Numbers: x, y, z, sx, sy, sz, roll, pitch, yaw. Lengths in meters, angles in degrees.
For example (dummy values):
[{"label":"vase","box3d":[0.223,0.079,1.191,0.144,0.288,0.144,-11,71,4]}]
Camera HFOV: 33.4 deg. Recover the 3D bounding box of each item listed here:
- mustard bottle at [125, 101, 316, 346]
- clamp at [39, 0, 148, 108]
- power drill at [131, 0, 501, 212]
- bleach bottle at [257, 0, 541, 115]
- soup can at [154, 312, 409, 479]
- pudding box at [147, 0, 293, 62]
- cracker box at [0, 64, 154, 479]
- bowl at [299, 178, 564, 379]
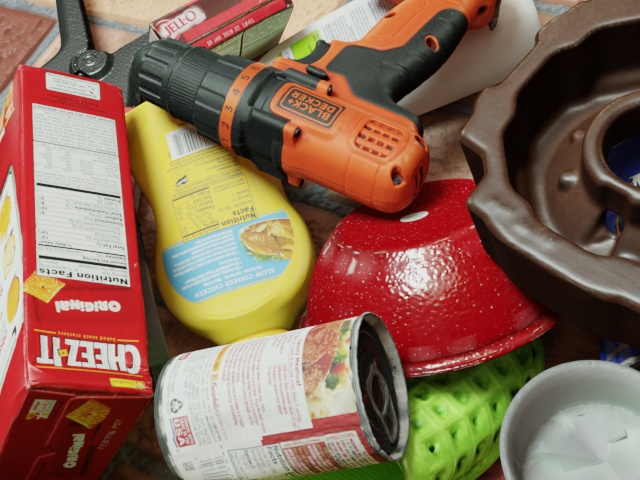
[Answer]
[{"label":"mustard bottle","box3d":[-0.054,0.001,0.641,0.096,0.058,0.191,-18,74,4]},{"label":"clamp","box3d":[-0.173,-0.131,0.798,0.165,0.036,0.210,22,68,20]},{"label":"power drill","box3d":[0.008,-0.115,0.620,0.184,0.057,0.187,26,62,18]},{"label":"bleach bottle","box3d":[0.016,-0.115,0.718,0.251,0.068,0.102,-22,53,5]},{"label":"soup can","box3d":[-0.017,0.077,0.498,0.102,0.068,0.068,-14,53,20]},{"label":"pudding box","box3d":[-0.071,-0.133,0.720,0.090,0.114,0.039,-30,85,-15]},{"label":"cracker box","box3d":[-0.157,0.035,0.609,0.072,0.164,0.214,8,49,-26]},{"label":"bowl","box3d":[0.058,0.010,0.576,0.162,0.055,0.162,-15,21,6]}]
